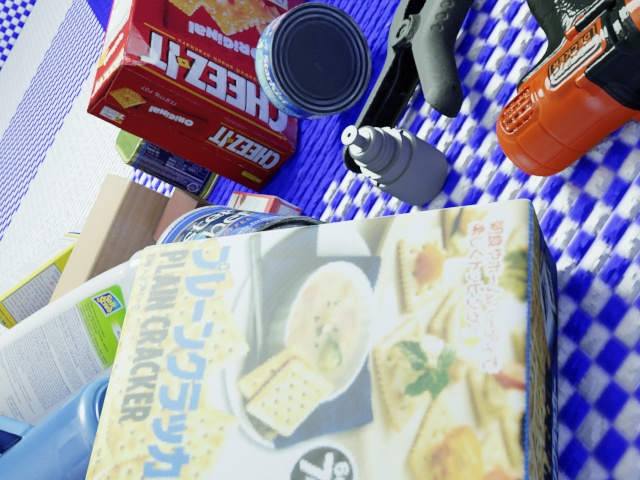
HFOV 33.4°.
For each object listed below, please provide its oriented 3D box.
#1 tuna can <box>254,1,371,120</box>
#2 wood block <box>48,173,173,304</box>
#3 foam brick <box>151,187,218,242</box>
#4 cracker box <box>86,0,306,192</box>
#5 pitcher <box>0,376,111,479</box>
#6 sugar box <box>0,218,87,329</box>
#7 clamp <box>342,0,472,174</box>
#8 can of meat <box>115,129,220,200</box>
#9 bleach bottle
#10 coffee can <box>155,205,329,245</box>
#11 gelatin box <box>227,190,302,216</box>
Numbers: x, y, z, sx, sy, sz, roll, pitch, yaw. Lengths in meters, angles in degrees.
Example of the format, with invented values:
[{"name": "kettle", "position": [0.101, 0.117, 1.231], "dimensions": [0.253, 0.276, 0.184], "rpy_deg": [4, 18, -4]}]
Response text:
[{"name": "tuna can", "position": [-0.006, -0.135, 0.810], "dimensions": [0.034, 0.086, 0.086], "rpy_deg": [-5, 62, 62]}, {"name": "wood block", "position": [-0.189, 0.051, 0.983], "dimensions": [0.091, 0.090, 0.206], "rpy_deg": [15, 81, 64]}, {"name": "foam brick", "position": [-0.104, -0.008, 0.918], "dimensions": [0.051, 0.053, 0.078], "rpy_deg": [-63, 26, 2]}, {"name": "cracker box", "position": [-0.098, -0.168, 0.923], "dimensions": [0.072, 0.164, 0.213], "rpy_deg": [-44, 32, 40]}, {"name": "pitcher", "position": [-0.219, 0.204, 0.812], "dimensions": [0.243, 0.149, 0.145], "rpy_deg": [-41, 48, 21]}, {"name": "sugar box", "position": [-0.261, 0.024, 1.106], "dimensions": [0.176, 0.048, 0.093], "rpy_deg": [-36, 17, -20]}, {"name": "clamp", "position": [0.072, -0.131, 0.713], "dimensions": [0.120, 0.039, 0.171], "rpy_deg": [-10, 58, 58]}, {"name": "can of meat", "position": [-0.148, -0.088, 1.035], "dimensions": [0.057, 0.083, 0.102], "rpy_deg": [-61, 25, 7]}, {"name": "bleach bottle", "position": [-0.168, 0.082, 0.842], "dimensions": [0.251, 0.102, 0.068], "rpy_deg": [-29, -5, 23]}, {"name": "coffee can", "position": [-0.046, 0.031, 0.716], "dimensions": [0.140, 0.102, 0.103], "rpy_deg": [9, 75, 63]}, {"name": "gelatin box", "position": [-0.056, 0.001, 0.845], "dimensions": [0.089, 0.030, 0.073], "rpy_deg": [12, 79, 63]}]
